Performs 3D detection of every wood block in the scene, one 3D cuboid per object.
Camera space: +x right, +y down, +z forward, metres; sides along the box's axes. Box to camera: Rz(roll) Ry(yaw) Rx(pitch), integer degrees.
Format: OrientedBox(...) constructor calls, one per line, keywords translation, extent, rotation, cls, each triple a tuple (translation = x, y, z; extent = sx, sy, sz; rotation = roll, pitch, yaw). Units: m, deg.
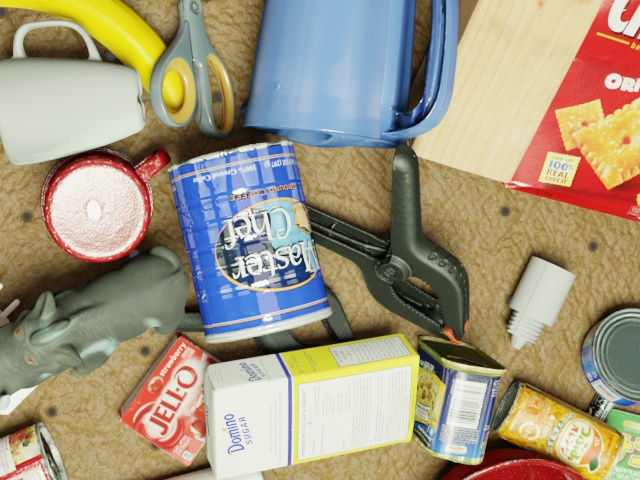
OrientedBox(translation=(0.147, -0.162, 0.851), extent=(0.090, 0.091, 0.206), rotation=(16, 122, -11), cls="wood block")

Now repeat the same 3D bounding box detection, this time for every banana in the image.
OrientedBox(translation=(-0.185, -0.171, 0.859), extent=(0.197, 0.037, 0.070), rotation=(26, 119, -11), cls="banana")

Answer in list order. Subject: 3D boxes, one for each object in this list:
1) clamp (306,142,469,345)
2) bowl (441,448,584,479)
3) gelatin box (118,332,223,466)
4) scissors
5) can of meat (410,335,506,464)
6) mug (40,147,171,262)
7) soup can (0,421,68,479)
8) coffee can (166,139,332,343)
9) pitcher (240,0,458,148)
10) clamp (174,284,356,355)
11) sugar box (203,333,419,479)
OrientedBox(translation=(0.067, 0.008, 0.888), extent=(0.210, 0.165, 0.036), rotation=(44, 50, -20), cls="clamp")
OrientedBox(translation=(0.156, 0.238, 0.947), extent=(0.162, 0.055, 0.162), rotation=(-6, 122, -10), cls="bowl")
OrientedBox(translation=(-0.117, 0.135, 0.908), extent=(0.073, 0.030, 0.089), rotation=(37, 88, -13), cls="gelatin box")
OrientedBox(translation=(-0.116, -0.177, 0.857), extent=(0.096, 0.016, 0.202), rotation=(-28, 107, -50), cls="scissors")
OrientedBox(translation=(0.112, 0.136, 0.920), extent=(0.057, 0.102, 0.084), rotation=(10, 96, -13), cls="can of meat")
OrientedBox(translation=(-0.168, -0.034, 0.852), extent=(0.117, 0.081, 0.093), rotation=(-35, 102, -6), cls="mug")
OrientedBox(translation=(-0.263, 0.199, 0.866), extent=(0.102, 0.068, 0.068), rotation=(-22, 100, -8), cls="soup can")
OrientedBox(translation=(-0.055, 0.001, 0.838), extent=(0.102, 0.103, 0.140), rotation=(-13, 91, -10), cls="coffee can")
OrientedBox(translation=(0.026, -0.194, 0.846), extent=(0.149, 0.145, 0.243), rotation=(7, 92, -10), cls="pitcher")
OrientedBox(translation=(-0.047, 0.063, 0.910), extent=(0.171, 0.039, 0.120), rotation=(41, 88, -9), cls="clamp")
OrientedBox(translation=(-0.008, 0.137, 0.893), extent=(0.176, 0.048, 0.093), rotation=(-6, 118, -15), cls="sugar box")
